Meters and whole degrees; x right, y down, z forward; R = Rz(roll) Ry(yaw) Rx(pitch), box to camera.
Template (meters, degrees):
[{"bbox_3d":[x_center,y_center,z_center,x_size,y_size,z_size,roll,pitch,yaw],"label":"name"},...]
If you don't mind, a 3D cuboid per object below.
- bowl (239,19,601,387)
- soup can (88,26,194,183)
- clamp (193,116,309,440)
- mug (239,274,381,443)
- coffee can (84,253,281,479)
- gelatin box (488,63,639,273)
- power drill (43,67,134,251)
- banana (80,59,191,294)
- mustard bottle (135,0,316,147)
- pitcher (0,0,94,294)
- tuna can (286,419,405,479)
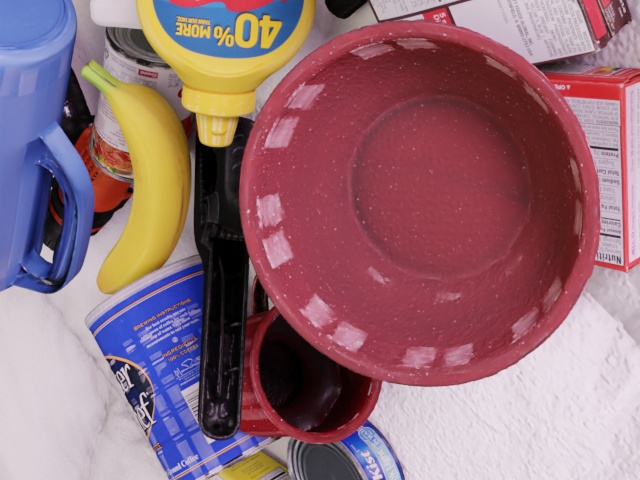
[{"bbox_3d":[0.047,-0.019,0.483,0.162,0.055,0.162,5,105,19],"label":"bowl"},{"bbox_3d":[-0.117,-0.098,0.718,0.069,0.068,0.102,45,138,26],"label":"soup can"},{"bbox_3d":[-0.054,0.001,0.634,0.210,0.036,0.165,-108,31,-52],"label":"clamp"},{"bbox_3d":[-0.023,0.072,0.681,0.082,0.093,0.117,-21,80,58],"label":"mug"},{"bbox_3d":[-0.090,0.094,0.760,0.140,0.102,0.103,60,143,8],"label":"coffee can"},{"bbox_3d":[0.117,-0.035,0.493,0.073,0.030,0.089,14,119,46],"label":"gelatin box"},{"bbox_3d":[-0.218,-0.094,0.858,0.188,0.057,0.185,59,142,6],"label":"power drill"},{"bbox_3d":[-0.119,-0.031,0.712,0.070,0.037,0.198,22,133,16],"label":"banana"},{"bbox_3d":[-0.049,-0.144,0.567,0.058,0.096,0.192,-107,22,-67],"label":"mustard bottle"},{"bbox_3d":[-0.234,-0.071,0.745,0.243,0.149,0.145,120,142,-46],"label":"pitcher"},{"bbox_3d":[0.017,0.159,0.719,0.086,0.033,0.086,28,129,40],"label":"tuna can"}]
